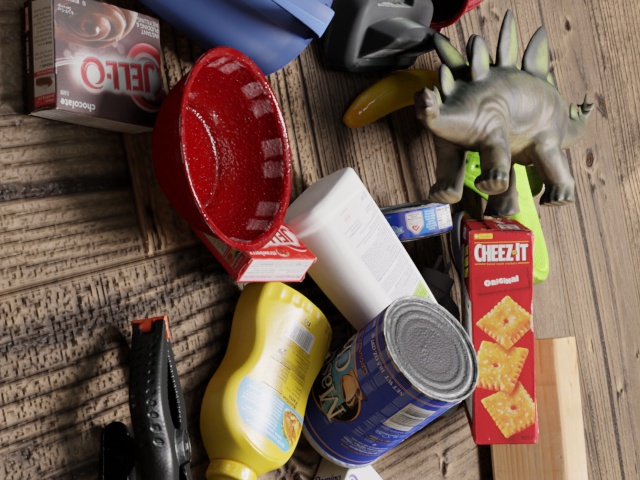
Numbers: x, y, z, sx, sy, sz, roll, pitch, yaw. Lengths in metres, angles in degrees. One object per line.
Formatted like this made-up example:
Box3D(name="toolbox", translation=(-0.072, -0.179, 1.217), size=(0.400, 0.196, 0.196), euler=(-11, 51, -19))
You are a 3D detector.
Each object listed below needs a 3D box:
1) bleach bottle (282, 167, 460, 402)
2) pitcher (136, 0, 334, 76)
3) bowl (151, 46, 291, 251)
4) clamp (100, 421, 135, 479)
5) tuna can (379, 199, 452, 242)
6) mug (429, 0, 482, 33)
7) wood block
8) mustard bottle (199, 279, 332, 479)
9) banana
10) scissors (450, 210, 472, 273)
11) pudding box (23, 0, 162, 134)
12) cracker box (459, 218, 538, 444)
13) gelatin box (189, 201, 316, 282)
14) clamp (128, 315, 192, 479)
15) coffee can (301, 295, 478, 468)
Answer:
Box3D(name="bleach bottle", translation=(0.061, 0.058, 1.012), size=(0.251, 0.068, 0.102), euler=(55, 42, -14))
Box3D(name="pitcher", translation=(-0.105, -0.233, 0.828), size=(0.242, 0.149, 0.145), euler=(26, 53, -41))
Box3D(name="bowl", translation=(-0.085, -0.069, 0.846), size=(0.161, 0.055, 0.162), euler=(22, 65, -59))
Box3D(name="clamp", translation=(-0.156, 0.228, 0.762), size=(0.120, 0.039, 0.171), euler=(-23, 100, -56))
Box3D(name="tuna can", translation=(0.091, -0.020, 1.089), size=(0.085, 0.086, 0.034), euler=(-15, 97, -52))
Box3D(name="mug", translation=(0.139, -0.281, 1.208), size=(0.081, 0.093, 0.117), euler=(-35, 142, -54))
Box3D(name="wood block", translation=(0.250, 0.217, 1.235), size=(0.090, 0.091, 0.206), euler=(6, 79, -63))
Box3D(name="mustard bottle", translation=(-0.053, 0.135, 0.898), size=(0.096, 0.058, 0.191), euler=(44, 51, -36))
Box3D(name="banana", translation=(0.097, -0.151, 1.148), size=(0.197, 0.037, 0.070), euler=(-4, 110, -51))
Box3D(name="scissors", translation=(0.187, 0.064, 1.254), size=(0.096, 0.016, 0.202), euler=(-10, 91, -52))
Box3D(name="pudding box", translation=(-0.170, -0.133, 0.812), size=(0.113, 0.039, 0.090), euler=(3, 81, -52))
Box3D(name="cracker box", translation=(0.185, 0.088, 1.116), size=(0.164, 0.072, 0.214), euler=(-52, 141, -83))
Box3D(name="gelatin box", translation=(-0.056, 0.001, 0.910), size=(0.089, 0.030, 0.073), euler=(1, 40, -52))
Box3D(name="clamp", translation=(-0.117, 0.160, 0.785), size=(0.164, 0.036, 0.210), euler=(63, 18, -83))
Box3D(name="coffee can", translation=(0.056, 0.127, 0.947), size=(0.102, 0.141, 0.103), euler=(22, 45, -25))
